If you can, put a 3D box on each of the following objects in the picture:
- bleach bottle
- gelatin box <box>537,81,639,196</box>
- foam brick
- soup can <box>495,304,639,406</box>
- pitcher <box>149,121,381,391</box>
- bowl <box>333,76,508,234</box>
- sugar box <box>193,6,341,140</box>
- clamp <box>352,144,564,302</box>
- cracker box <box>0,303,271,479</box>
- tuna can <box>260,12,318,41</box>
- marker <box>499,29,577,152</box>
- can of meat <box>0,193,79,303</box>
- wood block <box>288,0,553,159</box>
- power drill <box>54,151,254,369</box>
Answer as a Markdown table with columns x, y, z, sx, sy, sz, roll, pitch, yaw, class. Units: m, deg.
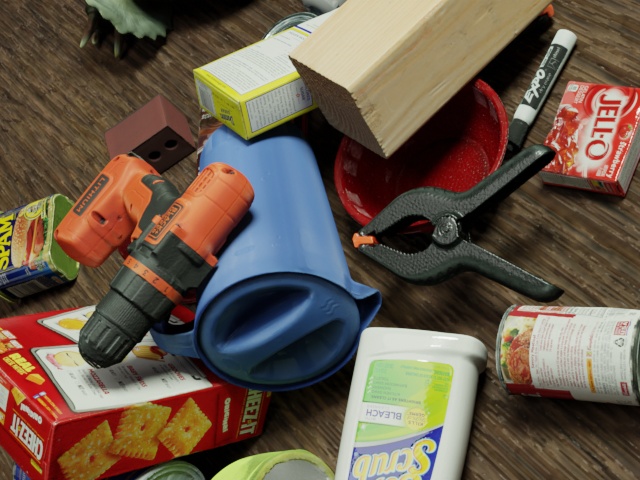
| x | y | z | sx | sy | sz | roll | pitch | yaw | class |
| --- | --- | --- | --- | --- | --- | --- | --- | --- | --- |
| 0.059 | 0.194 | 0.790 | 0.103 | 0.068 | 0.251 | 4 | 69 | 17 | bleach bottle |
| 0.225 | -0.085 | 0.869 | 0.073 | 0.030 | 0.089 | 14 | 72 | 37 | gelatin box |
| -0.180 | -0.106 | 1.130 | 0.078 | 0.053 | 0.051 | -33 | 50 | 14 | foam brick |
| 0.187 | 0.082 | 0.770 | 0.102 | 0.068 | 0.068 | 1 | 64 | 33 | soup can |
| -0.056 | 0.001 | 0.912 | 0.145 | 0.149 | 0.243 | -50 | 31 | 28 | pitcher |
| 0.095 | -0.066 | 0.926 | 0.162 | 0.055 | 0.162 | -16 | 56 | 25 | bowl |
| -0.018 | -0.156 | 0.968 | 0.176 | 0.048 | 0.093 | -25 | 38 | -22 | sugar box |
| 0.110 | 0.003 | 0.827 | 0.172 | 0.039 | 0.120 | -17 | 66 | 27 | clamp |
| -0.172 | 0.120 | 0.889 | 0.164 | 0.213 | 0.072 | 30 | 115 | 40 | cracker box |
| -0.023 | -0.190 | 1.090 | 0.086 | 0.033 | 0.086 | -16 | 56 | 25 | tuna can |
| 0.188 | -0.129 | 0.926 | 0.020 | 0.020 | 0.121 | 20 | 75 | 39 | marker |
| -0.305 | 0.007 | 1.142 | 0.084 | 0.057 | 0.102 | -17 | 56 | 20 | can of meat |
| 0.087 | -0.180 | 0.904 | 0.206 | 0.090 | 0.091 | -44 | 43 | -9 | wood block |
| -0.152 | 0.006 | 0.867 | 0.184 | 0.057 | 0.188 | -51 | 33 | -10 | power drill |
